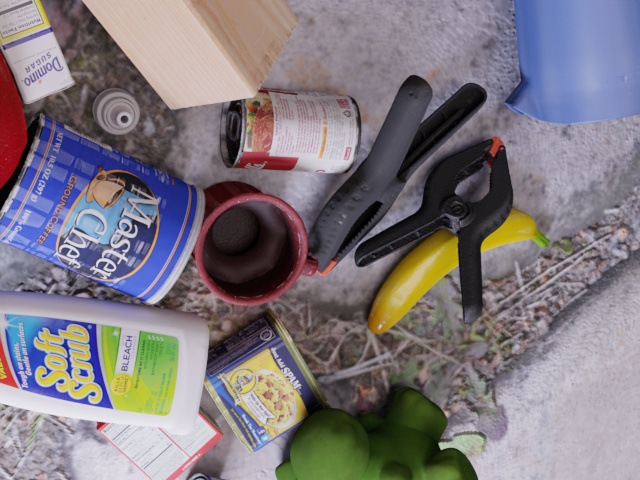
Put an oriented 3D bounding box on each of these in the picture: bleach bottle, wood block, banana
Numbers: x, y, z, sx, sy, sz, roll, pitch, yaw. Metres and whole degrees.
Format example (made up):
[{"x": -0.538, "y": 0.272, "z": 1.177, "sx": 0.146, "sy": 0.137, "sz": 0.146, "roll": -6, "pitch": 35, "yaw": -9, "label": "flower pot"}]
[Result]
[{"x": -0.215, "y": 0.091, "z": 0.818, "sx": 0.250, "sy": 0.068, "sz": 0.102, "roll": 8, "pitch": 93, "yaw": -28, "label": "bleach bottle"}, {"x": -0.116, "y": -0.201, "z": 0.764, "sx": 0.206, "sy": 0.091, "sz": 0.090, "roll": 52, "pitch": 50, "yaw": -37, "label": "wood block"}, {"x": 0.124, "y": 0.017, "z": 0.978, "sx": 0.197, "sy": 0.037, "sz": 0.069, "roll": -25, "pitch": 110, "yaw": -11, "label": "banana"}]

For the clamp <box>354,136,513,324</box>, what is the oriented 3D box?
[{"x": 0.124, "y": -0.011, "z": 0.937, "sx": 0.120, "sy": 0.039, "sz": 0.171, "roll": 38, "pitch": 78, "yaw": 10, "label": "clamp"}]

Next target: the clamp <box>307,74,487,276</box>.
[{"x": 0.050, "y": -0.056, "z": 0.888, "sx": 0.036, "sy": 0.164, "sz": 0.210, "roll": 44, "pitch": 104, "yaw": 16, "label": "clamp"}]

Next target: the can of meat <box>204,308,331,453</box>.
[{"x": -0.052, "y": 0.125, "z": 0.936, "sx": 0.084, "sy": 0.057, "sz": 0.102, "roll": -32, "pitch": 113, "yaw": -7, "label": "can of meat"}]

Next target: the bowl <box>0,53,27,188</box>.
[{"x": -0.251, "y": -0.099, "z": 0.752, "sx": 0.055, "sy": 0.162, "sz": 0.162, "roll": -24, "pitch": 112, "yaw": -25, "label": "bowl"}]

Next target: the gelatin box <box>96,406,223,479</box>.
[{"x": -0.141, "y": 0.162, "z": 0.929, "sx": 0.073, "sy": 0.030, "sz": 0.089, "roll": -42, "pitch": 113, "yaw": -3, "label": "gelatin box"}]

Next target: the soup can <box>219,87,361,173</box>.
[{"x": -0.025, "y": -0.091, "z": 0.878, "sx": 0.102, "sy": 0.069, "sz": 0.068, "roll": 2, "pitch": 104, "yaw": -21, "label": "soup can"}]

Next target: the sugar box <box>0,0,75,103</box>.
[{"x": -0.232, "y": -0.191, "z": 0.764, "sx": 0.048, "sy": 0.093, "sz": 0.176, "roll": -27, "pitch": 113, "yaw": -11, "label": "sugar box"}]

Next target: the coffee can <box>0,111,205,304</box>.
[{"x": -0.175, "y": -0.023, "z": 0.825, "sx": 0.140, "sy": 0.103, "sz": 0.103, "roll": 26, "pitch": 95, "yaw": -24, "label": "coffee can"}]

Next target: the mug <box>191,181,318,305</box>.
[{"x": -0.056, "y": 0.001, "z": 0.885, "sx": 0.117, "sy": 0.082, "sz": 0.093, "roll": 19, "pitch": 98, "yaw": -23, "label": "mug"}]

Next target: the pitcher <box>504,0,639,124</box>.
[{"x": 0.232, "y": -0.227, "z": 0.901, "sx": 0.149, "sy": 0.145, "sz": 0.243, "roll": -30, "pitch": 115, "yaw": -50, "label": "pitcher"}]
